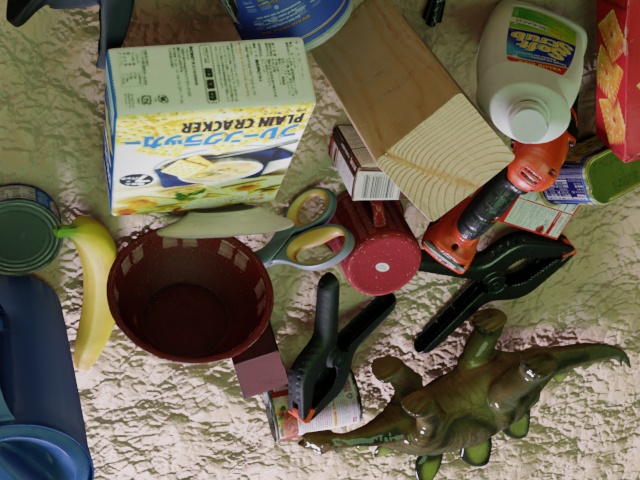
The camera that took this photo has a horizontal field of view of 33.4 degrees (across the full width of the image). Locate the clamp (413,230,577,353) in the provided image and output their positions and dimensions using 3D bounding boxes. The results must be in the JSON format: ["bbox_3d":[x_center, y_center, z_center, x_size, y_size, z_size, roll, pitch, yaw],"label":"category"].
[{"bbox_3d":[0.186,0.048,1.203,0.209,0.036,0.164,-16,135,-10],"label":"clamp"}]

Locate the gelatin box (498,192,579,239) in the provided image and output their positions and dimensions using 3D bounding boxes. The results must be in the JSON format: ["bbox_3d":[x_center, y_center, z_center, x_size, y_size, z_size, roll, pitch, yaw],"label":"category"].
[{"bbox_3d":[0.238,-0.047,1.156,0.089,0.030,0.073,15,117,-27],"label":"gelatin box"}]

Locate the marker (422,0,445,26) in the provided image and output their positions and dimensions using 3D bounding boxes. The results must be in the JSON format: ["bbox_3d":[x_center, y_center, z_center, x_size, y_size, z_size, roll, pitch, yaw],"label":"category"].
[{"bbox_3d":[0.115,-0.253,0.974,0.020,0.020,0.121,1,124,-19],"label":"marker"}]

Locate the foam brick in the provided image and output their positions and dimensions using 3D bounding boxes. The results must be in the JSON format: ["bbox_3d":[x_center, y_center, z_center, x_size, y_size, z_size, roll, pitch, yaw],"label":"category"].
[{"bbox_3d":[-0.070,0.119,1.146,0.051,0.078,0.053,-17,128,-4],"label":"foam brick"}]

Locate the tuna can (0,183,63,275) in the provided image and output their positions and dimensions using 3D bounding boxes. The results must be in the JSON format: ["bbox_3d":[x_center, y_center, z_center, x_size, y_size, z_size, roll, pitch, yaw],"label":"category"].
[{"bbox_3d":[-0.288,-0.011,1.009,0.086,0.034,0.086,-9,127,-12],"label":"tuna can"}]

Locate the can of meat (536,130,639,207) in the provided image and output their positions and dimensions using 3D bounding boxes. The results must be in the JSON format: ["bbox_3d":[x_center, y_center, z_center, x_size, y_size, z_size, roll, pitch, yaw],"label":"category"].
[{"bbox_3d":[0.283,-0.074,1.094,0.102,0.084,0.057,-27,104,-22],"label":"can of meat"}]

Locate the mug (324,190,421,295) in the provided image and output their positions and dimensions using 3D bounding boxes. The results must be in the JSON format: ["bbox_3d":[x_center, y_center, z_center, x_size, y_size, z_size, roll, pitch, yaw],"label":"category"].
[{"bbox_3d":[0.054,-0.007,1.092,0.093,0.081,0.117,-9,127,-12],"label":"mug"}]

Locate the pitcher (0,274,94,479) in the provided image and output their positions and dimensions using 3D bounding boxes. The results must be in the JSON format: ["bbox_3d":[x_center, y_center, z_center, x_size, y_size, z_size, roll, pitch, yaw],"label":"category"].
[{"bbox_3d":[-0.286,0.130,0.978,0.144,0.243,0.149,28,112,-32],"label":"pitcher"}]

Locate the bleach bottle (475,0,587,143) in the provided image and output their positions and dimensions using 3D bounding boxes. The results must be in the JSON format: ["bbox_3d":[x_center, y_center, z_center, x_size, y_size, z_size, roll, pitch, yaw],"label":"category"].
[{"bbox_3d":[0.185,-0.139,0.923,0.102,0.250,0.068,22,118,-2],"label":"bleach bottle"}]

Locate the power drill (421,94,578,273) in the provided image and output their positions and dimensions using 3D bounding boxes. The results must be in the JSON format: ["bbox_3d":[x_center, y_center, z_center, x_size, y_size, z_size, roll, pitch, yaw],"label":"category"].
[{"bbox_3d":[0.183,-0.067,1.064,0.057,0.184,0.188,36,129,-2],"label":"power drill"}]

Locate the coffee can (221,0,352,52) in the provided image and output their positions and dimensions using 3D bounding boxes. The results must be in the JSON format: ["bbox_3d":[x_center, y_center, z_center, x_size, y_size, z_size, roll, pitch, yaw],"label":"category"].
[{"bbox_3d":[-0.046,-0.235,0.881,0.103,0.103,0.140,-27,128,2],"label":"coffee can"}]

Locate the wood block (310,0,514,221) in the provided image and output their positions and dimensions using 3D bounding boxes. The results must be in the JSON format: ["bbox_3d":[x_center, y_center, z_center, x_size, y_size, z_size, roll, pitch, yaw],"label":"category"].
[{"bbox_3d":[0.074,-0.123,0.935,0.090,0.206,0.090,-39,128,11],"label":"wood block"}]

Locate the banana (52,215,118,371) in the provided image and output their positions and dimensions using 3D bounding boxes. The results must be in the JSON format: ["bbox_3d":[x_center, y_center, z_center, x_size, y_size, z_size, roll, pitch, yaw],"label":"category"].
[{"bbox_3d":[-0.228,0.044,1.056,0.069,0.037,0.198,-31,140,-32],"label":"banana"}]

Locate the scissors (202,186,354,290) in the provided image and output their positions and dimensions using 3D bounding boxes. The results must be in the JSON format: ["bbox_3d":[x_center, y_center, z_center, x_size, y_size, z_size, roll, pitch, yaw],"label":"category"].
[{"bbox_3d":[-0.057,0.001,1.093,0.202,0.096,0.016,-10,155,27],"label":"scissors"}]

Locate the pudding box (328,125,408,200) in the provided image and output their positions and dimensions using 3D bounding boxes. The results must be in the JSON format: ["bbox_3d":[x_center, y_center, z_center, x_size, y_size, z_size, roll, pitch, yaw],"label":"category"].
[{"bbox_3d":[0.074,-0.077,1.043,0.113,0.090,0.039,0,123,-18],"label":"pudding box"}]

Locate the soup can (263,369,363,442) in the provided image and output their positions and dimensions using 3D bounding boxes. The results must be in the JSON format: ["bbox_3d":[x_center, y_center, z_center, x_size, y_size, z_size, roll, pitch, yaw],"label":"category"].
[{"bbox_3d":[-0.009,0.186,1.221,0.102,0.068,0.068,-12,127,-11],"label":"soup can"}]

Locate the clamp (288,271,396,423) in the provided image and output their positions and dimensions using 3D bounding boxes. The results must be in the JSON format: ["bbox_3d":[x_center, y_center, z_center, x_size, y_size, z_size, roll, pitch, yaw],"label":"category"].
[{"bbox_3d":[0.019,0.118,1.166,0.120,0.039,0.171,10,107,-40],"label":"clamp"}]

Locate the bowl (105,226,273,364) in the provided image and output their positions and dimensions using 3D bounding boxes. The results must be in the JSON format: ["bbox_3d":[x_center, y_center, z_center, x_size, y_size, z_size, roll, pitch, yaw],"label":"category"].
[{"bbox_3d":[-0.129,0.063,1.047,0.162,0.162,0.055,-3,145,-16],"label":"bowl"}]
